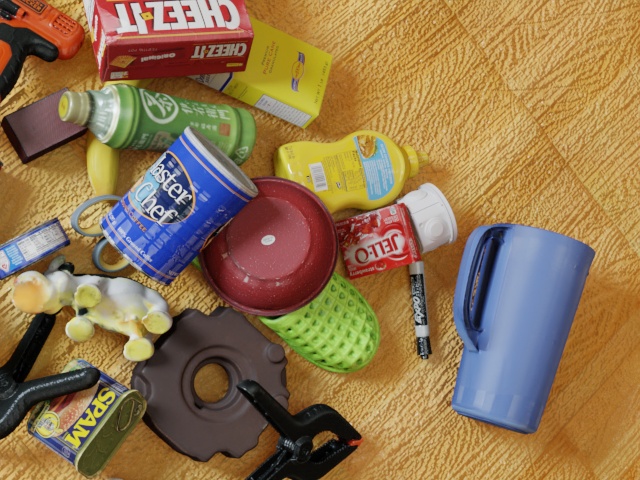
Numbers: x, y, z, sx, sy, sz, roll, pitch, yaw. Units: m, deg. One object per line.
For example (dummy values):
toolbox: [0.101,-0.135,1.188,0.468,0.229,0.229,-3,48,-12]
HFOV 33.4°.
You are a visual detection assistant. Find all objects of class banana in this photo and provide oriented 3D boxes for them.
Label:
banana: [-0.222,-0.140,1.204,0.069,0.037,0.197,30,75,-15]

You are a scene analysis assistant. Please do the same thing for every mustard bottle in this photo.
mustard bottle: [0.044,-0.082,1.286,0.191,0.058,0.096,-13,85,-21]

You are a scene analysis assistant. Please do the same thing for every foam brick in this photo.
foam brick: [-0.300,-0.126,1.165,0.078,0.053,0.051,-30,95,-21]

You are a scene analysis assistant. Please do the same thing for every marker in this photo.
marker: [0.124,0.086,1.319,0.020,0.020,0.121,-3,86,-21]

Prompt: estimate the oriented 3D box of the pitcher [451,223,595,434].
pitcher: [0.233,0.104,1.302,0.149,0.145,0.243,15,81,14]

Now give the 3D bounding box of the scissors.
scissors: [-0.186,-0.023,1.215,0.201,0.016,0.096,-12,107,-33]

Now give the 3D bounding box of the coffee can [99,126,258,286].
coffee can: [-0.150,-0.036,1.135,0.102,0.103,0.140,43,96,-11]

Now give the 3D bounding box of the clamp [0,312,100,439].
clamp: [-0.323,0.148,1.123,0.171,0.120,0.039,-31,135,-7]

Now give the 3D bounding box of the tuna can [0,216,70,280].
tuna can: [-0.309,0.009,1.131,0.086,0.086,0.034,-30,97,-21]

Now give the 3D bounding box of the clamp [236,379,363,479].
clamp: [-0.031,0.221,1.193,0.209,0.036,0.164,-6,110,-43]

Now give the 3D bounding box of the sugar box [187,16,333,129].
sugar box: [-0.078,-0.209,1.252,0.176,0.048,0.093,23,61,-20]

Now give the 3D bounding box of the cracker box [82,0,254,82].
cracker box: [-0.179,-0.285,1.176,0.164,0.072,0.214,-8,63,-19]

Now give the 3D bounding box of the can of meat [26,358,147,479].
can of meat: [-0.249,0.186,1.132,0.084,0.057,0.102,27,71,26]

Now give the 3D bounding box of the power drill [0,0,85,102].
power drill: [-0.365,-0.211,1.121,0.184,0.057,0.187,30,56,-6]

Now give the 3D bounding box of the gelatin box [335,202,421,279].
gelatin box: [0.068,0.001,1.273,0.030,0.089,0.073,-17,92,-63]

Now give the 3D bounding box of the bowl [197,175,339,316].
bowl: [-0.058,0.001,1.184,0.162,0.055,0.162,0,80,-3]
